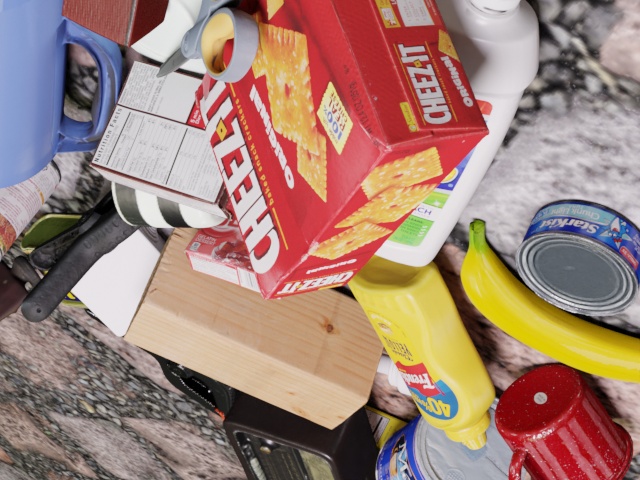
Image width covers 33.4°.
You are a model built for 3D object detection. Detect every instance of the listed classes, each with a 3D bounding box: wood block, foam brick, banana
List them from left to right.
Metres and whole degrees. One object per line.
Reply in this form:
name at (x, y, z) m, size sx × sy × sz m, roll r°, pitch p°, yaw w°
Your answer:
foam brick at (-0.127, -0.175, 0.686) m, size 0.051 × 0.053 × 0.078 m, roll 24°, pitch 125°, yaw 8°
wood block at (-0.055, 0.076, 0.936) m, size 0.206 × 0.090 × 0.090 m, roll 25°, pitch 149°, yaw -9°
banana at (0.178, 0.061, 0.802) m, size 0.198 × 0.037 × 0.070 m, roll 32°, pitch 150°, yaw -3°

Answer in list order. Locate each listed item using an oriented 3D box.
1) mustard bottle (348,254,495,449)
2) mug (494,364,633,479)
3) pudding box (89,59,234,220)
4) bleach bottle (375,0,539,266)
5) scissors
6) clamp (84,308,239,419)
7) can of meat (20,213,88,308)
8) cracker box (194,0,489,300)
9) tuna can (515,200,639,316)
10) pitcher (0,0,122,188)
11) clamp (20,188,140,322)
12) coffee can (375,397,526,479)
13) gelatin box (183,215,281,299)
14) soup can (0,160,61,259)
mustard bottle at (0.093, 0.096, 0.868) m, size 0.096 × 0.058 × 0.191 m, roll 16°, pitch 140°, yaw 56°
mug at (0.189, 0.165, 0.870) m, size 0.093 × 0.117 × 0.081 m, roll 1°, pitch 134°, yaw 54°
pudding box at (-0.102, -0.075, 0.787) m, size 0.114 × 0.090 × 0.039 m, roll 18°, pitch 171°, yaw 20°
bleach bottle at (0.066, -0.081, 0.671) m, size 0.102 × 0.068 × 0.251 m, roll 24°, pitch 146°, yaw 3°
scissors at (-0.076, -0.145, 0.681) m, size 0.016 × 0.096 × 0.202 m, roll 3°, pitch -169°, yaw -23°
clamp at (-0.159, 0.126, 1.175) m, size 0.165 × 0.036 × 0.210 m, roll 6°, pitch 141°, yaw 34°
can of meat at (-0.242, 0.020, 1.078) m, size 0.102 × 0.057 × 0.084 m, roll 3°, pitch 137°, yaw 38°
cracker box at (-0.002, -0.079, 0.639) m, size 0.214 × 0.072 × 0.164 m, roll -50°, pitch 55°, yaw 58°
tuna can at (0.180, 0.012, 0.735) m, size 0.086 × 0.033 × 0.086 m, roll 22°, pitch 148°, yaw 14°
pitcher at (-0.233, -0.150, 0.774) m, size 0.145 × 0.149 × 0.243 m, roll 54°, pitch 149°, yaw 15°
clamp at (-0.199, -0.008, 0.940) m, size 0.039 × 0.171 × 0.120 m, roll 49°, pitch 179°, yaw -31°
coffee can at (0.117, 0.203, 0.978) m, size 0.103 × 0.102 × 0.140 m, roll 30°, pitch 155°, yaw 1°
gelatin box at (-0.056, 0.001, 0.878) m, size 0.089 × 0.073 × 0.030 m, roll 18°, pitch 146°, yaw 22°
soup can at (-0.298, -0.038, 0.996) m, size 0.068 × 0.102 × 0.068 m, roll 21°, pitch 148°, yaw 14°
